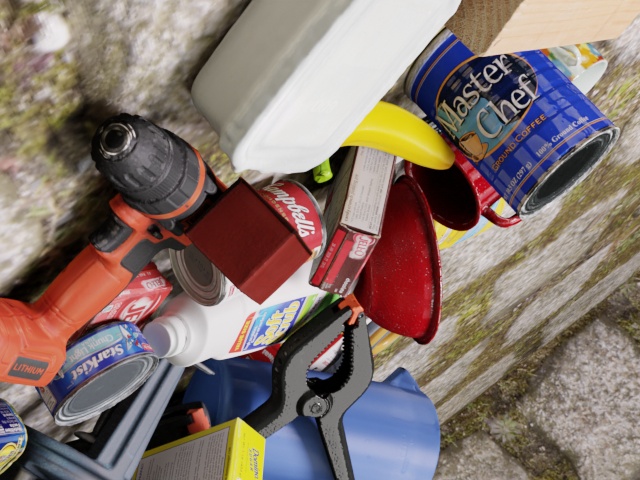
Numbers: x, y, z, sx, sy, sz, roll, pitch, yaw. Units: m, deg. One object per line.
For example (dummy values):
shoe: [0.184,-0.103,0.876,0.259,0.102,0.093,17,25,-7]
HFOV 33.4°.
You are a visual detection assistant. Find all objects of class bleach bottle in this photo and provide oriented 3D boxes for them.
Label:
bleach bottle: [-0.064,0.060,0.901,0.103,0.068,0.250,-52,163,27]

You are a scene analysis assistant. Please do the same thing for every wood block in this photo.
wood block: [0.156,-0.192,0.725,0.205,0.090,0.091,-17,151,-49]

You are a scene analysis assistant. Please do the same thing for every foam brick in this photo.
foam brick: [-0.045,0.002,0.686,0.051,0.053,0.078,-46,166,-3]

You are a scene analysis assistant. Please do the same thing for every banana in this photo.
banana: [0.034,-0.076,0.793,0.037,0.069,0.197,-30,170,35]

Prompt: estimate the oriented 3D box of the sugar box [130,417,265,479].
sugar box: [-0.130,0.220,0.893,0.176,0.093,0.048,-25,130,28]

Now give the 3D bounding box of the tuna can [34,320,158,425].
tuna can: [-0.162,0.095,0.770,0.086,0.034,0.086,-33,164,-11]

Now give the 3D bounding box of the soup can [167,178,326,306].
soup can: [-0.055,0.001,0.804,0.102,0.068,0.069,-25,157,-36]

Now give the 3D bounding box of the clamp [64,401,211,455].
clamp: [-0.150,0.172,0.989,0.172,0.039,0.120,-14,-168,39]

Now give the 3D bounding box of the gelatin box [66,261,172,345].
gelatin box: [-0.161,0.059,0.792,0.089,0.030,0.073,-49,160,27]

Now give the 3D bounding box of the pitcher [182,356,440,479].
pitcher: [-0.014,0.199,1.061,0.242,0.149,0.145,16,127,-27]

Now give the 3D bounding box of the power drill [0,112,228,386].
power drill: [-0.144,0.009,0.661,0.187,0.057,0.184,-40,162,1]

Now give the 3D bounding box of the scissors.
scissors: [0.026,0.140,1.150,0.096,0.016,0.202,-9,146,-52]

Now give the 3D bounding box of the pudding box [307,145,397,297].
pudding box: [0.028,-0.024,0.863,0.090,0.039,0.113,118,-13,-52]

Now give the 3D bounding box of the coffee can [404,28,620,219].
coffee can: [0.150,-0.102,0.846,0.102,0.140,0.103,-35,161,-14]

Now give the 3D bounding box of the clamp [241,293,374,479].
clamp: [-0.002,0.148,0.960,0.164,0.036,0.210,22,105,-27]

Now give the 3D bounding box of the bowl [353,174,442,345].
bowl: [0.062,0.021,0.995,0.055,0.162,0.162,-6,153,-11]

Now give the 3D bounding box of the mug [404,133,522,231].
mug: [0.147,-0.061,0.987,0.081,0.117,0.093,-36,158,-27]
